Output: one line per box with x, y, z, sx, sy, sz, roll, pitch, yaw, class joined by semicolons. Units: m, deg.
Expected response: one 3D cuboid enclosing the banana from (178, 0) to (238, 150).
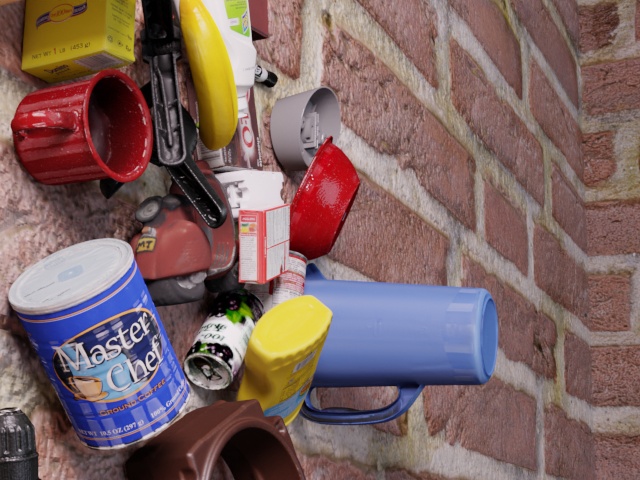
-0.105;-0.141;0.995;0.037;0.070;0.198;-36;157;-23;banana

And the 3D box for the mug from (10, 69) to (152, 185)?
-0.203;-0.089;0.873;0.117;0.082;0.093;-2;87;-65;mug

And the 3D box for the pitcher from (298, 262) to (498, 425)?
0.074;0.118;1.223;0.144;0.243;0.149;-61;144;-53;pitcher

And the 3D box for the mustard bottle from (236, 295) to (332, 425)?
-0.045;0.145;1.113;0.096;0.058;0.192;-36;154;-37;mustard bottle

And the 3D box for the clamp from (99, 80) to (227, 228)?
-0.156;-0.086;0.979;0.120;0.039;0.171;14;40;-40;clamp

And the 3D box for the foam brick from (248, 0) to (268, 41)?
-0.097;-0.251;1.164;0.078;0.053;0.051;14;73;-64;foam brick

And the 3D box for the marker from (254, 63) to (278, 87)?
-0.083;-0.197;1.221;0.121;0.020;0.020;15;71;-63;marker

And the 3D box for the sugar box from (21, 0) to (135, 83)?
-0.200;-0.228;0.897;0.048;0.093;0.176;17;68;-60;sugar box

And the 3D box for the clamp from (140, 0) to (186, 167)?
-0.144;-0.166;0.969;0.210;0.036;0.164;-114;-159;-68;clamp

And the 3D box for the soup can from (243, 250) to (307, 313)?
-0.052;0.067;1.173;0.068;0.069;0.102;36;54;-57;soup can

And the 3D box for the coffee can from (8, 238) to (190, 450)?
-0.177;0.084;0.867;0.102;0.103;0.140;-57;135;-53;coffee can

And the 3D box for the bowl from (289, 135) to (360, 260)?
0.003;-0.037;1.229;0.162;0.055;0.162;26;88;-86;bowl

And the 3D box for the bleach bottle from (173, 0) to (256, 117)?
-0.110;-0.243;1.045;0.102;0.068;0.251;-33;117;-62;bleach bottle

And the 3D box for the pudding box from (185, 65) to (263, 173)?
-0.102;-0.129;1.143;0.089;0.039;0.113;-1;86;-64;pudding box

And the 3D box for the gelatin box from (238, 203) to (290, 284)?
-0.057;0.001;1.083;0.089;0.030;0.073;-25;117;-73;gelatin box
